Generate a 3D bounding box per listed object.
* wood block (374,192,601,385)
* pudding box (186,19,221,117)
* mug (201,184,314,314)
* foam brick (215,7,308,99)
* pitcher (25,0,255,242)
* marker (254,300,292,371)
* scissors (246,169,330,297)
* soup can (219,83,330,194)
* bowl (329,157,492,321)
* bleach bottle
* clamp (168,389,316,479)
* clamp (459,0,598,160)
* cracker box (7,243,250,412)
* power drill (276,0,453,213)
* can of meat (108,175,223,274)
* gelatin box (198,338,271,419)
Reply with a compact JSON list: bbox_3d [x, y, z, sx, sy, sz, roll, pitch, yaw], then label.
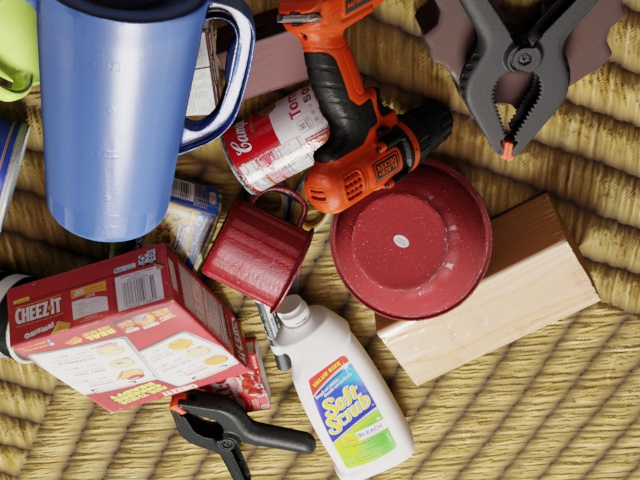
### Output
[{"bbox_3d":[0.164,0.050,1.086,0.206,0.091,0.090,-27,122,16],"label":"wood block"},{"bbox_3d":[-0.148,-0.153,0.951,0.113,0.039,0.090,-3,129,2],"label":"pudding box"},{"bbox_3d":[-0.057,0.001,1.024,0.081,0.093,0.117,27,96,-6],"label":"mug"},{"bbox_3d":[-0.047,-0.166,0.938,0.078,0.053,0.051,-17,125,8],"label":"foam brick"},{"bbox_3d":[-0.157,-0.116,0.875,0.149,0.144,0.243,36,137,22],"label":"pitcher"},{"bbox_3d":[-0.051,0.095,1.149,0.020,0.020,0.121,-12,126,5],"label":"marker"},{"bbox_3d":[-0.045,0.007,1.088,0.096,0.016,0.202,15,124,-12],"label":"scissors"},{"bbox_3d":[-0.032,-0.094,0.982,0.102,0.068,0.068,-27,123,15],"label":"soup can"},{"bbox_3d":[0.080,0.000,1.015,0.162,0.055,0.162,1,94,16],"label":"bowl"},{"bbox_3d":[0.013,0.157,1.166,0.102,0.068,0.250,-24,125,10],"label":"bleach bottle"},{"bbox_3d":[-0.090,0.212,1.183,0.120,0.039,0.171,-31,126,19],"label":"clamp"},{"bbox_3d":[0.177,-0.165,0.894,0.164,0.036,0.210,-6,126,0],"label":"clamp"},{"bbox_3d":[-0.184,0.091,1.059,0.164,0.072,0.213,-17,152,9],"label":"cracker box"},{"bbox_3d":[0.043,-0.137,0.925,0.057,0.184,0.187,7,121,43],"label":"power drill"},{"bbox_3d":[-0.150,-0.017,1.039,0.083,0.057,0.102,17,124,-18],"label":"can of meat"},{"bbox_3d":[-0.098,0.155,1.183,0.073,0.030,0.089,-9,126,3],"label":"gelatin box"}]
